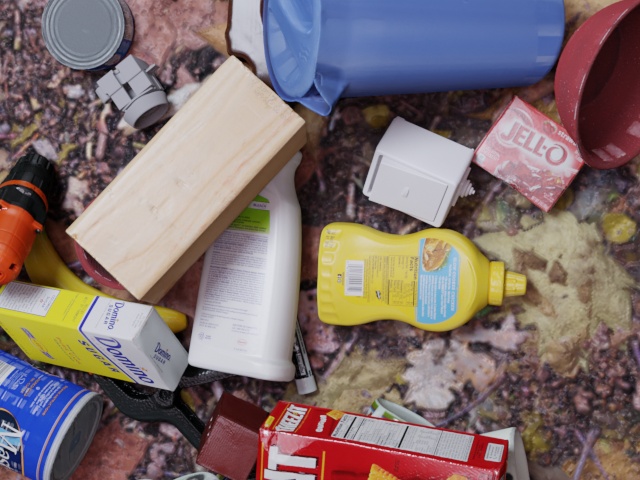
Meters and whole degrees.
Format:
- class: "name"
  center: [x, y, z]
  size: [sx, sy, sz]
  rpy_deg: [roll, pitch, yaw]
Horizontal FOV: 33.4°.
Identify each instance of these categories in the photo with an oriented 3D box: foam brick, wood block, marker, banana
- class: "foam brick"
  center: [-0.082, 0.185, 1.006]
  size: [0.051, 0.078, 0.053]
  rpy_deg: [26, 97, -5]
- class: "wood block"
  center: [-0.113, -0.051, 0.941]
  size: [0.090, 0.091, 0.206]
  rpy_deg: [43, 86, 3]
- class: "marker"
  center: [-0.027, 0.090, 1.045]
  size: [0.020, 0.020, 0.121]
  rpy_deg: [-14, 92, 11]
- class: "banana"
  center: [-0.228, 0.052, 1.070]
  size: [0.198, 0.037, 0.070]
  rpy_deg: [34, 102, 6]

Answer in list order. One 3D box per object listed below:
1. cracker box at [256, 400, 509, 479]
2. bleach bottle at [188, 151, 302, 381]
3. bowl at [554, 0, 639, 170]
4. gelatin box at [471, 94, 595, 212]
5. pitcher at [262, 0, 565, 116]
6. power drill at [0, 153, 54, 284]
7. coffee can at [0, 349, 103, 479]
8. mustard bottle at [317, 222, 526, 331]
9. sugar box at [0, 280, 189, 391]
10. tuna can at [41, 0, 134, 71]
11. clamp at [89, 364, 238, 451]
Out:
- class: "cracker box"
  center: [0.050, 0.244, 0.941]
  size: [0.214, 0.072, 0.164]
  rpy_deg: [8, 105, 13]
- class: "bleach bottle"
  center: [-0.057, 0.001, 1.009]
  size: [0.103, 0.068, 0.251]
  rpy_deg: [8, 85, 22]
- class: "bowl"
  center: [0.254, -0.145, 0.927]
  size: [0.055, 0.161, 0.162]
  rpy_deg: [35, 101, 40]
- class: "gelatin box"
  center: [0.194, -0.080, 0.985]
  size: [0.089, 0.030, 0.073]
  rpy_deg: [36, 99, 6]
- class: "pitcher"
  center: [0.078, -0.195, 0.909]
  size: [0.242, 0.145, 0.149]
  rpy_deg: [-3, 116, -22]
- class: "power drill"
  center: [-0.333, 0.014, 1.041]
  size: [0.057, 0.184, 0.188]
  rpy_deg: [35, 119, -20]
- class: "coffee can"
  center: [-0.303, 0.172, 1.059]
  size: [0.140, 0.102, 0.103]
  rpy_deg: [23, 98, 8]
- class: "mustard bottle"
  center: [0.095, 0.036, 0.998]
  size: [0.192, 0.058, 0.096]
  rpy_deg: [3, 96, 10]
- class: "sugar box"
  center: [-0.220, 0.090, 1.015]
  size: [0.176, 0.093, 0.048]
  rpy_deg: [10, 57, 28]
- class: "tuna can"
  center: [-0.228, -0.210, 1.052]
  size: [0.086, 0.033, 0.086]
  rpy_deg: [1, 94, 10]
- class: "clamp"
  center: [-0.141, 0.142, 1.061]
  size: [0.171, 0.039, 0.120]
  rpy_deg: [26, 92, 1]
